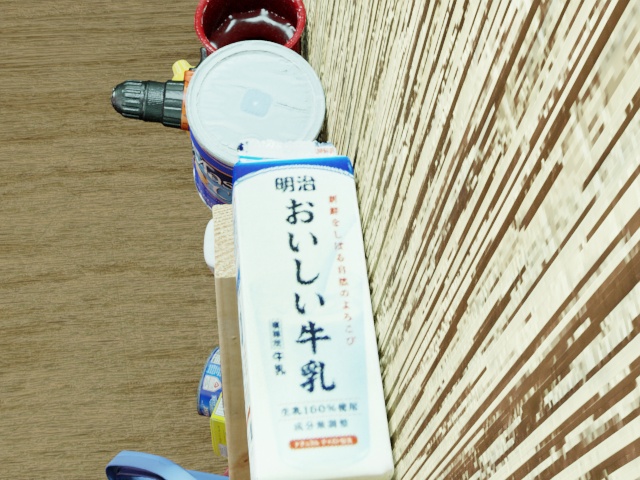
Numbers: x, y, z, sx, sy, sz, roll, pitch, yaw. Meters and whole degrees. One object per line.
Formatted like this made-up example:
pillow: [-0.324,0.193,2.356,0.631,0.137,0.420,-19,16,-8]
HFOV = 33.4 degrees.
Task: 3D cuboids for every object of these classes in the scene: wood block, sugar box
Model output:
wood block: [-0.029,0.081,0.791,0.091,0.090,0.206,-102,9,-55]
sugar box: [-0.078,0.162,1.252,0.093,0.048,0.176,92,-163,-52]

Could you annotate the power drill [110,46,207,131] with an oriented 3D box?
power drill: [-0.116,-0.204,1.093,0.057,0.184,0.188,-125,41,-79]

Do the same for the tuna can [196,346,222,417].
tuna can: [-0.118,0.172,1.282,0.086,0.034,0.086,13,-90,-78]

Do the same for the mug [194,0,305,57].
mug: [-0.063,-0.158,0.915,0.117,0.093,0.081,-58,-15,-22]

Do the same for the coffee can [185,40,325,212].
coffee can: [-0.052,-0.080,0.846,0.140,0.102,0.103,103,162,-72]
